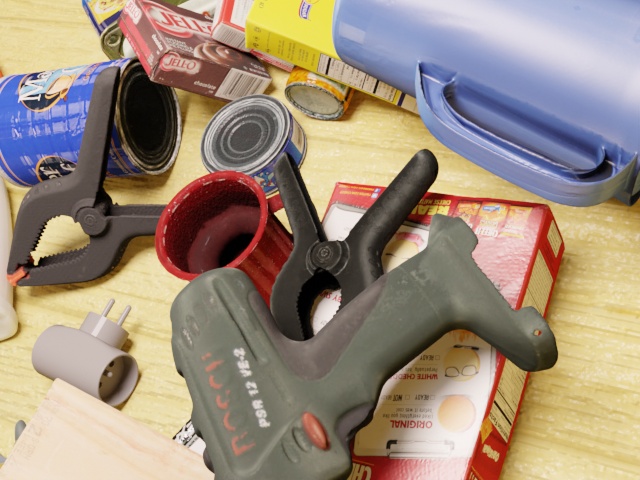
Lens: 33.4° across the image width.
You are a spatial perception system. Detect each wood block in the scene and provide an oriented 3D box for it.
[{"bbox_3d":[-0.090,0.178,0.664,0.206,0.091,0.090,27,73,8],"label":"wood block"}]

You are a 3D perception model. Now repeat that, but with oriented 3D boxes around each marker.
[{"bbox_3d":[-0.098,0.146,0.783,0.121,0.020,0.020,-48,53,-7],"label":"marker"}]

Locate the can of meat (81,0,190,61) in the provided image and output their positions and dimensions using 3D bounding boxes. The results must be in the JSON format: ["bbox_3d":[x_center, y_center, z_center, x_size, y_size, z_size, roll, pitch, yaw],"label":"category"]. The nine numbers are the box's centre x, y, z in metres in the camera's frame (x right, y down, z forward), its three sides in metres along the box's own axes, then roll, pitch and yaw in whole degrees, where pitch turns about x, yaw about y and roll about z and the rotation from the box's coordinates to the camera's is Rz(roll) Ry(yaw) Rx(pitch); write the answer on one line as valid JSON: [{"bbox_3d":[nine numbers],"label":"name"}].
[{"bbox_3d":[-0.173,-0.224,1.021,0.102,0.057,0.084,-35,50,3],"label":"can of meat"}]

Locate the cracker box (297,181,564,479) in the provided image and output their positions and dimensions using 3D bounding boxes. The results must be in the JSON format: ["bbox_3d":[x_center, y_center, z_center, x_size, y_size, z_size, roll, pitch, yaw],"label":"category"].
[{"bbox_3d":[0.057,0.072,0.719,0.164,0.072,0.213,8,66,30],"label":"cracker box"}]

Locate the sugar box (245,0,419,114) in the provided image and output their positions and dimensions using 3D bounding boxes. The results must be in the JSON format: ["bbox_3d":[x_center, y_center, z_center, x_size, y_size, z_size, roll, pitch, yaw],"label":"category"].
[{"bbox_3d":[0.037,-0.167,0.841,0.176,0.048,0.093,20,69,4],"label":"sugar box"}]

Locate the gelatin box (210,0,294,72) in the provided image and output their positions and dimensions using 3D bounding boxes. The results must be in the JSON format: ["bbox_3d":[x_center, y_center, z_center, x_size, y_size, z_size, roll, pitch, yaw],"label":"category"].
[{"bbox_3d":[-0.046,-0.194,0.924,0.030,0.089,0.073,-38,38,54],"label":"gelatin box"}]

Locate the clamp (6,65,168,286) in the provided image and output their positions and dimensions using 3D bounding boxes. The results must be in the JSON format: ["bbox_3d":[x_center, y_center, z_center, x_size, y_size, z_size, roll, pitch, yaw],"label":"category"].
[{"bbox_3d":[-0.187,-0.034,0.873,0.210,0.164,0.036,-28,19,19],"label":"clamp"}]

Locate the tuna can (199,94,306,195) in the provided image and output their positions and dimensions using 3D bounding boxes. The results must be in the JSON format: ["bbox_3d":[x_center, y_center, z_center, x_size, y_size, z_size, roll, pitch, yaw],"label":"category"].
[{"bbox_3d":[-0.057,-0.079,0.890,0.086,0.033,0.086,-12,57,19],"label":"tuna can"}]

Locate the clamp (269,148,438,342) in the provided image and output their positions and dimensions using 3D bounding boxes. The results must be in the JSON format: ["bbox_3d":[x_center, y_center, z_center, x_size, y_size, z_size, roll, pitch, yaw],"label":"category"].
[{"bbox_3d":[0.019,0.010,0.705,0.120,0.039,0.171,-10,64,28],"label":"clamp"}]

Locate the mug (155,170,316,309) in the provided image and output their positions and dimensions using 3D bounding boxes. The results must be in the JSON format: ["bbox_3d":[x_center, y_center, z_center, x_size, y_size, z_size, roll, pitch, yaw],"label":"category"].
[{"bbox_3d":[-0.055,0.001,0.810,0.117,0.081,0.093,-31,52,7],"label":"mug"}]

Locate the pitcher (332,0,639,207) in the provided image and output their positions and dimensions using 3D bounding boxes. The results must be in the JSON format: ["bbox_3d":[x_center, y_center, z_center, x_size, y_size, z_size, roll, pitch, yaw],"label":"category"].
[{"bbox_3d":[0.128,-0.123,0.722,0.243,0.149,0.145,26,102,19],"label":"pitcher"}]

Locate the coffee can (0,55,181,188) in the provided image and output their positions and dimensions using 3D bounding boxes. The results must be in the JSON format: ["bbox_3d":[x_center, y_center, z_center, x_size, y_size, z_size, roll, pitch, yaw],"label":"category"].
[{"bbox_3d":[-0.208,-0.102,0.935,0.140,0.102,0.102,-4,60,24],"label":"coffee can"}]

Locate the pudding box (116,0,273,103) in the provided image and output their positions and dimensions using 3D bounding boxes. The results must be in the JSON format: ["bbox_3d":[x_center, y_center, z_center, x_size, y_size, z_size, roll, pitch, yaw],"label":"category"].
[{"bbox_3d":[-0.108,-0.163,0.917,0.039,0.113,0.090,-53,48,25],"label":"pudding box"}]
